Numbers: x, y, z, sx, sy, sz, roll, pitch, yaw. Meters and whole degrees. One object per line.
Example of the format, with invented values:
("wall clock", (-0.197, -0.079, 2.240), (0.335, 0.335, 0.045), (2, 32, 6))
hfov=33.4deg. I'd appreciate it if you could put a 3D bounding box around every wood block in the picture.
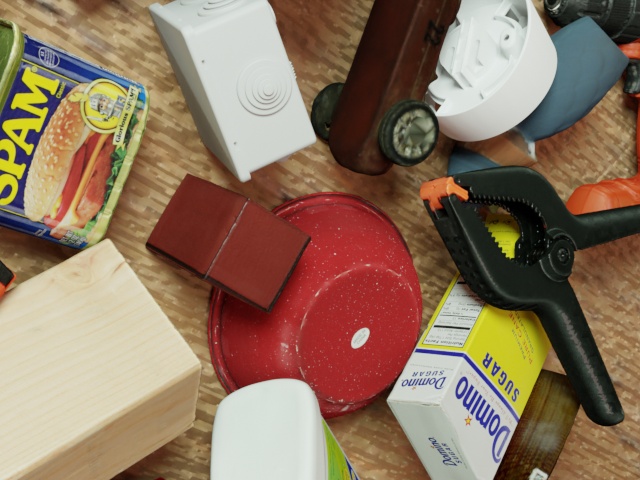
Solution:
("wood block", (-0.172, 0.099, 0.540), (0.205, 0.091, 0.090), (-30, 158, -25))

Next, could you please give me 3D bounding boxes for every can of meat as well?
("can of meat", (-0.146, -0.052, 0.557), (0.083, 0.058, 0.102), (21, 93, -38))

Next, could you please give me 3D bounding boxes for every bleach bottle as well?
("bleach bottle", (0.010, 0.196, 0.702), (0.068, 0.102, 0.250), (-15, 138, 16))

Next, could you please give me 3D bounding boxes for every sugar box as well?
("sugar box", (0.113, 0.073, 0.722), (0.093, 0.048, 0.176), (60, 44, -33))

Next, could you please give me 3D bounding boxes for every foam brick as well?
("foam brick", (-0.054, 0.001, 0.617), (0.052, 0.078, 0.051), (31, 85, -37))

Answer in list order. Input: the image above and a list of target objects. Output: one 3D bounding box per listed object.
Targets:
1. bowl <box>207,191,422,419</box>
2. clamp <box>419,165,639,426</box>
("bowl", (0.011, 0.052, 0.687), (0.161, 0.055, 0.162), (-10, 109, -30))
("clamp", (0.147, 0.022, 0.696), (0.209, 0.036, 0.164), (22, 72, -30))
